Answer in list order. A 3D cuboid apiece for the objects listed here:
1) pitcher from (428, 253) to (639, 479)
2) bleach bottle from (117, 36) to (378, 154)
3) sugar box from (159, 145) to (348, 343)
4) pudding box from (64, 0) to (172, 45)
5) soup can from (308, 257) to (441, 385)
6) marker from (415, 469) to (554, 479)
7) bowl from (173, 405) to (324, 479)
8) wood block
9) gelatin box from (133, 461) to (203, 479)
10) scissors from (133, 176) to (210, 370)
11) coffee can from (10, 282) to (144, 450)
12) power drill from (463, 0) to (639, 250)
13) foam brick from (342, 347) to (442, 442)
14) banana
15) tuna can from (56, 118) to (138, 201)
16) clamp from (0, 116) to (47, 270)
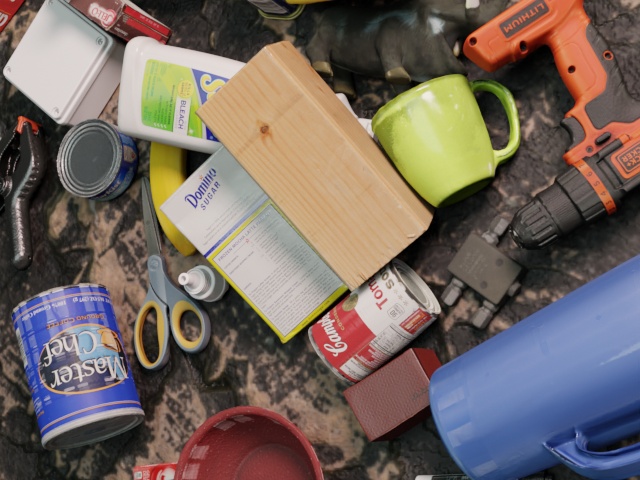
[{"bbox_3d":[0.211,0.109,0.830,0.243,0.149,0.145,-31,81,23],"label":"pitcher"},{"bbox_3d":[-0.067,-0.128,1.027,0.251,0.068,0.102,11,100,13],"label":"bleach bottle"},{"bbox_3d":[-0.056,0.001,0.999,0.093,0.048,0.176,-42,87,14],"label":"sugar box"},{"bbox_3d":[-0.224,-0.246,1.130,0.114,0.090,0.039,39,98,27],"label":"pudding box"},{"bbox_3d":[0.049,0.072,0.955,0.102,0.068,0.068,-42,66,15],"label":"soup can"},{"bbox_3d":[0.140,0.208,0.915,0.121,0.020,0.020,-9,78,25],"label":"marker"},{"bbox_3d":[-0.056,0.235,0.990,0.162,0.055,0.162,-4,80,26],"label":"bowl"},{"bbox_3d":[-0.001,-0.068,0.945,0.091,0.090,0.206,-40,93,17],"label":"wood block"},{"bbox_3d":[-0.144,0.262,1.044,0.073,0.030,0.089,-11,78,25],"label":"gelatin box"},{"bbox_3d":[-0.151,0.033,1.092,0.096,0.016,0.202,1,82,25],"label":"scissors"},{"bbox_3d":[-0.245,0.127,1.076,0.103,0.102,0.140,-26,71,21],"label":"coffee can"},{"bbox_3d":[0.200,-0.107,0.888,0.184,0.057,0.188,-34,81,4],"label":"power drill"},{"bbox_3d":[0.071,0.137,0.943,0.078,0.051,0.053,-35,69,18],"label":"foam brick"},{"bbox_3d":[-0.144,-0.084,1.094,0.070,0.037,0.198,6,85,30],"label":"banana"},{"bbox_3d":[-0.238,-0.085,1.144,0.086,0.033,0.086,-4,80,26],"label":"tuna can"},{"bbox_3d":[-0.341,-0.049,1.188,0.120,0.039,0.171,23,93,26],"label":"clamp"}]
